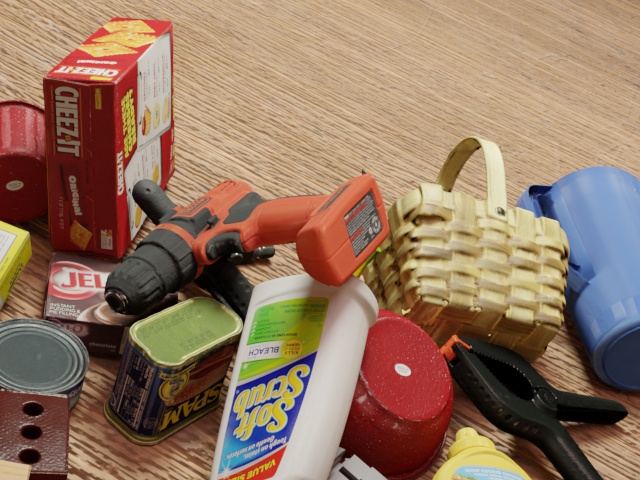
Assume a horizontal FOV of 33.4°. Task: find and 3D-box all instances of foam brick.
[{"bbox_3d":[-0.205,0.150,0.742,0.053,0.051,0.078,8,35,-18],"label":"foam brick"}]

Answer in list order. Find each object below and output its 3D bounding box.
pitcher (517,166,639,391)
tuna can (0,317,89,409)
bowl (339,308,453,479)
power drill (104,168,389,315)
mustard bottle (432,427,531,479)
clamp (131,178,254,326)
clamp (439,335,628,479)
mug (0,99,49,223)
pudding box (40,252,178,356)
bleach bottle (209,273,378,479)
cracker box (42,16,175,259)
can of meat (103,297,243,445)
[{"bbox_3d":[0.304,0.036,1.130,0.149,0.145,0.243,-13,38,7],"label":"pitcher"},{"bbox_3d":[-0.224,0.100,0.822,0.086,0.034,0.086,15,33,-10],"label":"tuna can"},{"bbox_3d":[0.054,0.115,0.882,0.161,0.055,0.162,17,53,-25],"label":"bowl"},{"bbox_3d":[-0.055,0.001,0.830,0.188,0.057,0.184,-1,28,33],"label":"power drill"},{"bbox_3d":[0.132,0.219,0.824,0.096,0.058,0.191,11,34,-14],"label":"mustard bottle"},{"bbox_3d":[-0.106,0.016,0.955,0.172,0.120,0.039,39,80,24],"label":"clamp"},{"bbox_3d":[0.198,0.148,0.955,0.210,0.036,0.164,38,30,0],"label":"clamp"},{"bbox_3d":[-0.276,-0.062,0.991,0.117,0.093,0.081,49,12,-38],"label":"mug"},{"bbox_3d":[-0.178,0.056,0.908,0.113,0.039,0.090,11,32,-17],"label":"pudding box"},{"bbox_3d":[-0.026,0.144,0.775,0.103,0.068,0.250,-8,50,26],"label":"bleach bottle"},{"bbox_3d":[-0.192,-0.103,0.994,0.072,0.164,0.213,5,25,4],"label":"cracker box"},{"bbox_3d":[-0.114,0.099,0.839,0.057,0.084,0.101,36,35,23],"label":"can of meat"}]
